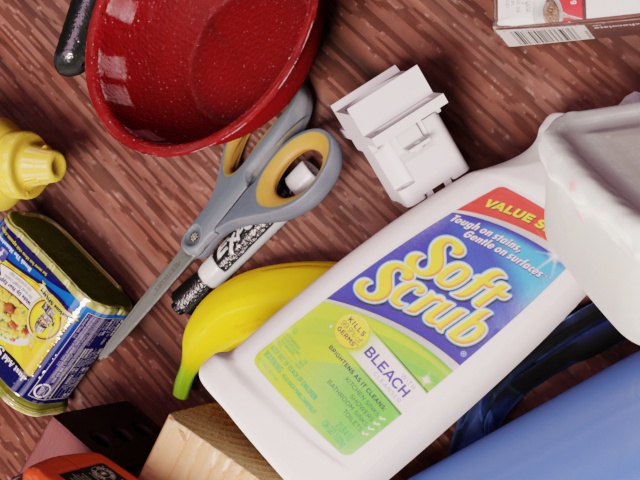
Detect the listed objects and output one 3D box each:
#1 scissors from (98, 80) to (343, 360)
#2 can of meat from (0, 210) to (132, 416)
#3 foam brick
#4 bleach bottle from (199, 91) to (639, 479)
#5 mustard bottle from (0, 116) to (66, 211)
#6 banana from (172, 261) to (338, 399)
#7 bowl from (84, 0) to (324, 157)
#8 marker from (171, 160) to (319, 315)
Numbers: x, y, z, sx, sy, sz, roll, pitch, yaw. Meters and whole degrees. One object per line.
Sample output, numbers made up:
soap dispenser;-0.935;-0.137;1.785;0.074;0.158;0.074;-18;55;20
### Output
scissors;-0.054;0.001;0.602;0.096;0.016;0.202;32;92;45
can of meat;-0.176;0.043;0.659;0.102;0.057;0.084;42;102;20
foam brick;-0.127;0.132;0.622;0.053;0.078;0.051;35;101;19
bleach bottle;0.066;0.016;0.519;0.251;0.068;0.103;-43;74;-3
mustard bottle;-0.242;-0.050;0.670;0.192;0.096;0.058;4;88;25
banana;-0.001;0.044;0.592;0.198;0.037;0.069;-9;103;25
bowl;-0.055;-0.116;0.598;0.162;0.055;0.162;-11;70;31
marker;-0.044;0.001;0.620;0.121;0.020;0.020;-44;72;17
